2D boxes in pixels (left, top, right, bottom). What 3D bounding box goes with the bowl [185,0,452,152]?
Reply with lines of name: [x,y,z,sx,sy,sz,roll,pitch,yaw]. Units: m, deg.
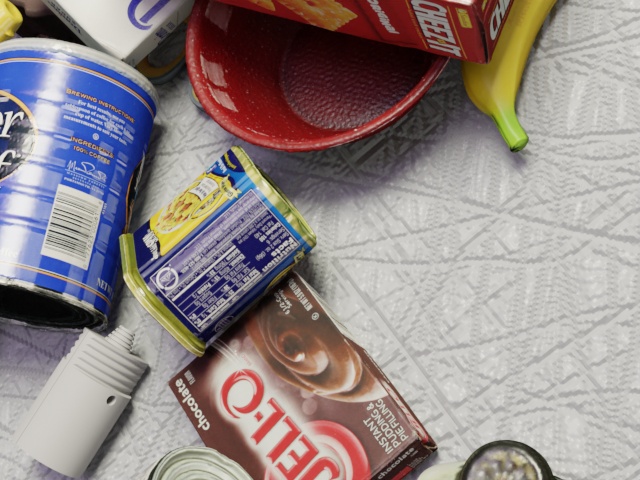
bowl: [0.009,-0.112,0.588,0.162,0.055,0.162,-8,67,19]

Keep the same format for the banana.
banana: [0.129,-0.139,0.559,0.070,0.037,0.198,33,87,15]

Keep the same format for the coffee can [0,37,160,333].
coffee can: [-0.156,-0.028,0.607,0.103,0.102,0.140,1,70,26]

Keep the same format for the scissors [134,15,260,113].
scissors: [-0.061,-0.171,0.672,0.096,0.016,0.201,3,71,24]

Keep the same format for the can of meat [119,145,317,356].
can of meat: [-0.054,0.001,0.554,0.084,0.057,0.102,-41,20,2]

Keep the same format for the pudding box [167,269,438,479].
pudding box: [-0.011,0.086,0.527,0.090,0.039,0.114,-42,57,6]

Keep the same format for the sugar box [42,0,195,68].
sugar box: [-0.087,-0.190,0.627,0.093,0.048,0.176,44,79,-3]
